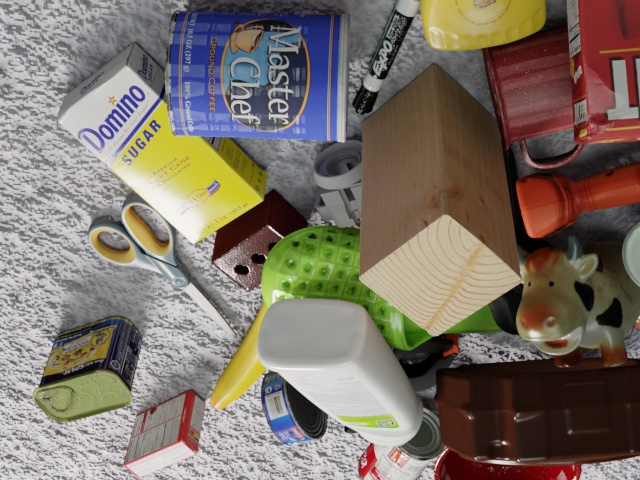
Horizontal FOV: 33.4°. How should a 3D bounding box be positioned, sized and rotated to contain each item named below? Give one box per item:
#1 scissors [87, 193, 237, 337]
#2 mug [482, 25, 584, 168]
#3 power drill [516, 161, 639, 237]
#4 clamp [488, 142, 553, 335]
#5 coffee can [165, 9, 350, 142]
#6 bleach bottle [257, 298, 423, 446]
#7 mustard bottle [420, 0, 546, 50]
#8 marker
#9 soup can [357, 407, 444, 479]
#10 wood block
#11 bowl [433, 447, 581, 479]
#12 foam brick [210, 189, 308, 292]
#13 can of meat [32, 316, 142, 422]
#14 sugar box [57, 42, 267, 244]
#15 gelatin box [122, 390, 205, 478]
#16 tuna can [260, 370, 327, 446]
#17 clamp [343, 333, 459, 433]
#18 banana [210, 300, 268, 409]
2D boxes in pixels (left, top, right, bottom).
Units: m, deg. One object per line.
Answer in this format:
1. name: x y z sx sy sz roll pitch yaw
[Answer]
1. scissors: -0.162 0.036 1.072 0.096 0.016 0.201 -10 129 14
2. mug: 0.183 -0.116 0.866 0.081 0.093 0.117 -13 103 8
3. power drill: 0.263 -0.047 0.885 0.188 0.184 0.057 -12 88 21
4. clamp: 0.179 0.018 0.986 0.209 0.164 0.036 32 169 -41
5. coffee can: -0.047 -0.133 0.863 0.140 0.102 0.103 2 130 2
6. bleach bottle: 0.032 0.138 1.004 0.103 0.068 0.250 0 151 21
7. mustard bottle: 0.114 -0.238 0.792 0.096 0.058 0.191 -8 129 7
8. marker: 0.054 -0.155 0.893 0.020 0.020 0.121 17 129 -10
9. soup can: 0.090 0.234 1.179 0.068 0.068 0.102 16 138 -10
10. wood block: 0.093 -0.038 0.867 0.090 0.206 0.091 38 122 -26
11. bowl: 0.207 0.240 1.195 0.162 0.055 0.162 2 130 2
12. foam brick: -0.057 0.001 1.011 0.078 0.051 0.053 -33 121 27
13. can of meat: -0.240 0.133 1.115 0.102 0.084 0.057 -17 127 17
14. sugar box: -0.139 -0.082 0.950 0.093 0.048 0.176 -31 123 27
15. gelatin box: -0.173 0.216 1.188 0.089 0.073 0.030 -27 123 24
16. tuna can: -0.028 0.174 1.134 0.034 0.086 0.086 -22 126 23
17. clamp: 0.071 0.145 1.132 0.172 0.039 0.120 -15 126 16
18. banana: -0.064 0.101 1.091 0.037 0.069 0.198 47 137 20
